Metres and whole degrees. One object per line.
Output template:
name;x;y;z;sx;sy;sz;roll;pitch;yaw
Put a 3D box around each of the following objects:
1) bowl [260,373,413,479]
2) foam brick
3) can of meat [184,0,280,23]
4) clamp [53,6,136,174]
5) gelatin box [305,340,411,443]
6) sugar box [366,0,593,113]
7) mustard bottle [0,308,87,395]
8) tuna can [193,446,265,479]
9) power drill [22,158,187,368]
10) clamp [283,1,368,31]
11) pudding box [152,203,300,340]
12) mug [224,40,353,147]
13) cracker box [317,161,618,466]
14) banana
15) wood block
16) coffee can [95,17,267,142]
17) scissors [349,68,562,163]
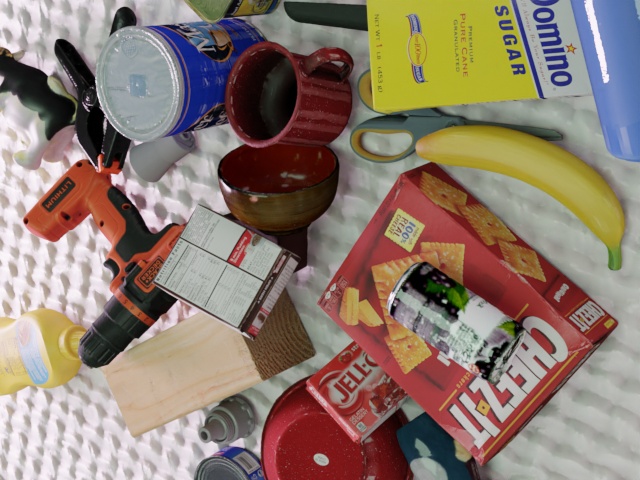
bowl;0.007;0.208;1.025;0.162;0.055;0.162;-1;87;19
foam brick;-0.057;0.001;1.049;0.078;0.051;0.053;11;108;33
can of meat;-0.066;-0.250;0.965;0.057;0.083;0.102;46;124;17
clamp;-0.224;-0.158;1.120;0.120;0.039;0.171;-27;75;41
gelatin box;0.042;0.133;0.993;0.073;0.089;0.030;46;160;17
sugar box;0.128;-0.154;0.843;0.176;0.048;0.093;-3;95;21
mustard bottle;-0.339;0.131;1.283;0.192;0.058;0.096;-13;94;37
tuna can;-0.095;0.269;1.162;0.086;0.033;0.086;11;109;33
power drill;-0.228;0.018;1.129;0.188;0.057;0.184;41;85;21
clamp;0.073;-0.192;0.907;0.165;0.036;0.210;-43;79;27
pudding box;-0.089;0.028;0.998;0.114;0.039;0.090;26;83;29
mug;-0.018;-0.134;0.956;0.117;0.081;0.093;-40;65;33
cracker box;0.119;0.063;0.928;0.214;0.071;0.164;44;124;17
banana;0.171;-0.051;0.868;0.198;0.037;0.070;33;114;15
wood block;-0.119;0.123;1.103;0.207;0.090;0.090;-28;86;38
coffee can;-0.124;-0.153;0.998;0.103;0.140;0.103;11;109;33
scissors;0.107;-0.116;0.922;0.202;0.016;0.096;-9;98;37
